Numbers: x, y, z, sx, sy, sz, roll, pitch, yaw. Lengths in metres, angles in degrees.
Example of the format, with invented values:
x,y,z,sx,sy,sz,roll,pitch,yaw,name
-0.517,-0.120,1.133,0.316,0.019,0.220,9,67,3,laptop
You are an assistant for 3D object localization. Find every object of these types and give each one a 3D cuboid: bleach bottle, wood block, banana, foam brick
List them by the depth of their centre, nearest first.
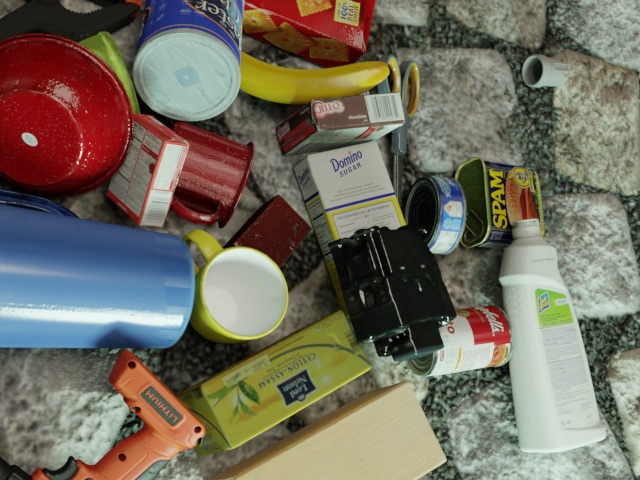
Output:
x,y,z,sx,sy,sz,roll,pitch,yaw,name
0.006,0.225,1.038,0.205,0.090,0.091,-25,87,-29,wood block
-0.057,0.001,1.094,0.053,0.051,0.078,46,62,-8,foam brick
-0.029,-0.178,1.135,0.198,0.037,0.069,14,86,5,banana
0.249,0.101,1.180,0.102,0.068,0.251,-4,85,-41,bleach bottle

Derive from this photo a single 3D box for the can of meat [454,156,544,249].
x,y,z,sx,sy,sz,roll,pitch,yaw,name
0.207,-0.040,1.232,0.083,0.058,0.102,5,74,-27,can of meat

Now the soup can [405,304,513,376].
x,y,z,sx,sy,sz,roll,pitch,yaw,name
0.147,0.108,1.152,0.102,0.069,0.068,-4,77,-27,soup can

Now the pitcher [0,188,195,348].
x,y,z,sx,sy,sz,roll,pitch,yaw,name
-0.244,0.028,0.962,0.242,0.145,0.149,7,86,-28,pitcher

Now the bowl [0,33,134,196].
x,y,z,sx,sy,sz,roll,pitch,yaw,name
-0.254,-0.102,0.968,0.162,0.162,0.055,34,24,-13,bowl

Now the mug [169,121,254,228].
x,y,z,sx,sy,sz,roll,pitch,yaw,name
-0.121,-0.060,1.055,0.081,0.093,0.117,20,43,-15,mug

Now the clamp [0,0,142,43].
x,y,z,sx,sy,sz,roll,pitch,yaw,name
-0.280,-0.230,1.058,0.209,0.036,0.164,5,64,-26,clamp

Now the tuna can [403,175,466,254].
x,y,z,sx,sy,sz,roll,pitch,yaw,name
0.124,-0.028,1.171,0.033,0.086,0.086,5,73,-23,tuna can

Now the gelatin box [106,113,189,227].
x,y,z,sx,sy,sz,roll,pitch,yaw,name
-0.164,-0.067,1.007,0.030,0.073,0.089,6,111,-41,gelatin box

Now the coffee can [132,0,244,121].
x,y,z,sx,sy,sz,roll,pitch,yaw,name
-0.128,-0.201,1.059,0.102,0.103,0.140,20,39,-20,coffee can

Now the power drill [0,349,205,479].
x,y,z,sx,sy,sz,roll,pitch,yaw,name
-0.210,0.188,0.937,0.187,0.057,0.184,-46,106,-9,power drill

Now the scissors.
x,y,z,sx,sy,sz,roll,pitch,yaw,name
0.080,-0.121,1.195,0.096,0.016,0.201,39,56,-50,scissors

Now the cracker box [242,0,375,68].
x,y,z,sx,sy,sz,roll,pitch,yaw,name
-0.040,-0.302,1.179,0.213,0.072,0.164,20,67,-19,cracker box

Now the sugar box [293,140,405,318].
x,y,z,sx,sy,sz,roll,pitch,yaw,name
0.043,-0.013,1.151,0.093,0.048,0.176,-14,79,-29,sugar box

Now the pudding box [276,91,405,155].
x,y,z,sx,sy,sz,roll,pitch,yaw,name
0.021,-0.125,1.147,0.113,0.090,0.039,-7,81,-28,pudding box
